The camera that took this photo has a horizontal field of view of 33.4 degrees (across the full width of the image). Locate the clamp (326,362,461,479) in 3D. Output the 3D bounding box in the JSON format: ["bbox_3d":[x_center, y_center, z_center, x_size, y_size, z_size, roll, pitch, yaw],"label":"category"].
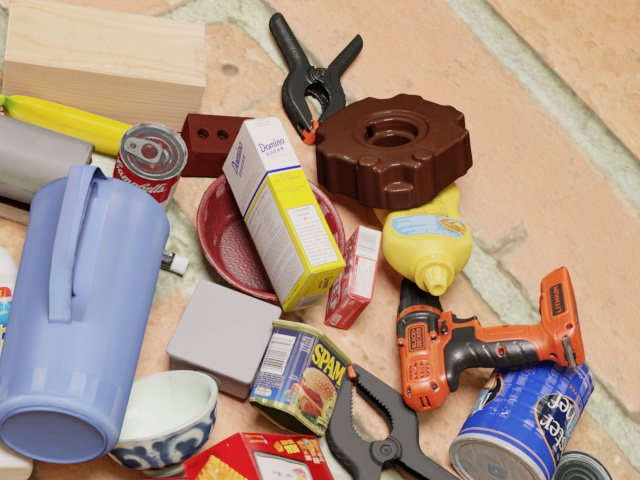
[{"bbox_3d":[0.056,0.220,1.050,0.164,0.036,0.210,-24,66,-18],"label":"clamp"}]

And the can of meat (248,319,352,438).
[{"bbox_3d":[-0.020,0.136,1.031,0.058,0.102,0.084,7,66,30],"label":"can of meat"}]

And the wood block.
[{"bbox_3d":[-0.234,-0.188,1.151,0.205,0.091,0.090,5,59,-17],"label":"wood block"}]

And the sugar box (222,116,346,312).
[{"bbox_3d":[-0.039,-0.026,1.059,0.048,0.093,0.176,-11,66,-26],"label":"sugar box"}]

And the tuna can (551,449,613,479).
[{"bbox_3d":[0.262,0.262,1.105,0.086,0.034,0.086,9,59,-15],"label":"tuna can"}]

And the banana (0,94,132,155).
[{"bbox_3d":[-0.248,-0.115,1.122,0.197,0.070,0.037,14,101,-24],"label":"banana"}]

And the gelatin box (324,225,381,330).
[{"bbox_3d":[0.033,0.040,1.127,0.030,0.073,0.089,18,57,-12],"label":"gelatin box"}]

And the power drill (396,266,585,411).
[{"bbox_3d":[0.169,0.084,1.097,0.188,0.057,0.184,-14,41,15],"label":"power drill"}]

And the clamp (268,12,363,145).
[{"bbox_3d":[-0.016,-0.196,1.265,0.120,0.039,0.171,16,58,-8],"label":"clamp"}]

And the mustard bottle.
[{"bbox_3d":[0.112,-0.006,1.145,0.096,0.058,0.191,3,34,-6],"label":"mustard bottle"}]

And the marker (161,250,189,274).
[{"bbox_3d":[-0.194,0.006,1.097,0.121,0.020,0.020,21,57,-7],"label":"marker"}]

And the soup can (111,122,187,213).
[{"bbox_3d":[-0.179,-0.065,1.093,0.068,0.102,0.068,9,59,-15],"label":"soup can"}]

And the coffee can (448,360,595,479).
[{"bbox_3d":[0.207,0.183,1.089,0.103,0.103,0.140,35,56,2],"label":"coffee can"}]

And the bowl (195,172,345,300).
[{"bbox_3d":[-0.057,0.001,1.127,0.162,0.055,0.162,9,59,-15],"label":"bowl"}]

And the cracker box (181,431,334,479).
[{"bbox_3d":[-0.020,0.276,0.923,0.072,0.164,0.214,-30,69,15],"label":"cracker box"}]

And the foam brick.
[{"bbox_3d":[-0.112,-0.103,1.169,0.078,0.051,0.053,1,61,-19],"label":"foam brick"}]

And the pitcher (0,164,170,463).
[{"bbox_3d":[-0.215,0.062,0.942,0.149,0.145,0.243,38,39,-34],"label":"pitcher"}]
